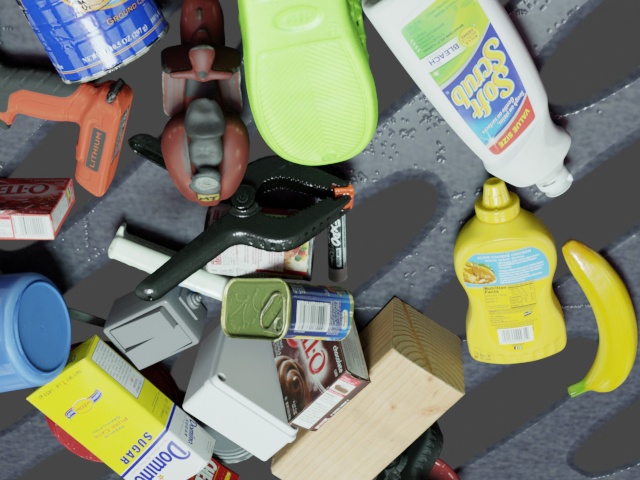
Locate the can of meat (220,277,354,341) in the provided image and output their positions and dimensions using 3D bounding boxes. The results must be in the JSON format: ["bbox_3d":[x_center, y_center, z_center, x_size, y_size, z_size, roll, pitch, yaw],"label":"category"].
[{"bbox_3d":[-0.030,0.067,1.007,0.083,0.057,0.102,8,173,-39],"label":"can of meat"}]

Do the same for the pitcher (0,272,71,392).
[{"bbox_3d":[-0.375,0.097,1.031,0.243,0.149,0.145,-8,125,19],"label":"pitcher"}]

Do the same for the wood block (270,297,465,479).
[{"bbox_3d":[0.046,0.170,1.096,0.090,0.090,0.206,33,119,-15],"label":"wood block"}]

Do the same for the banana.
[{"bbox_3d":[0.277,0.083,1.053,0.069,0.037,0.198,-6,121,7],"label":"banana"}]

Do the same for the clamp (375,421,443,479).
[{"bbox_3d":[0.077,0.245,1.100,0.120,0.171,0.039,-25,117,32],"label":"clamp"}]

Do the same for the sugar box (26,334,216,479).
[{"bbox_3d":[-0.200,0.183,1.083,0.093,0.048,0.176,-34,111,27],"label":"sugar box"}]

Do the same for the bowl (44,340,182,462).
[{"bbox_3d":[-0.233,0.187,1.151,0.162,0.055,0.162,2,122,3],"label":"bowl"}]

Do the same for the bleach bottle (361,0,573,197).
[{"bbox_3d":[0.146,-0.137,0.913,0.103,0.068,0.250,-36,117,15],"label":"bleach bottle"}]

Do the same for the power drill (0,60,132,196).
[{"bbox_3d":[-0.276,-0.104,0.970,0.187,0.057,0.185,17,122,-6],"label":"power drill"}]

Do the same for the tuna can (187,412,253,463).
[{"bbox_3d":[-0.104,0.199,1.160,0.086,0.033,0.086,2,122,3],"label":"tuna can"}]

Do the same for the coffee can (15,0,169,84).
[{"bbox_3d":[-0.200,-0.214,0.868,0.103,0.102,0.140,-19,119,15],"label":"coffee can"}]

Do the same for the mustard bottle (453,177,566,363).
[{"bbox_3d":[0.177,0.027,1.014,0.096,0.058,0.191,-7,121,12],"label":"mustard bottle"}]

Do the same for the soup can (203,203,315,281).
[{"bbox_3d":[-0.057,0.001,1.012,0.102,0.068,0.068,5,122,2],"label":"soup can"}]

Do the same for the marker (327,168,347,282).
[{"bbox_3d":[0.016,-0.014,1.025,0.020,0.020,0.121,1,122,4],"label":"marker"}]

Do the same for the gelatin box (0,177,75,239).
[{"bbox_3d":[-0.285,-0.032,1.007,0.089,0.073,0.030,1,121,5],"label":"gelatin box"}]

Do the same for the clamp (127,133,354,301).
[{"bbox_3d":[-0.074,-0.022,0.963,0.210,0.164,0.036,1,157,-1],"label":"clamp"}]

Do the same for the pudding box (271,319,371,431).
[{"bbox_3d":[-0.001,0.118,1.054,0.039,0.113,0.090,23,123,-34],"label":"pudding box"}]
